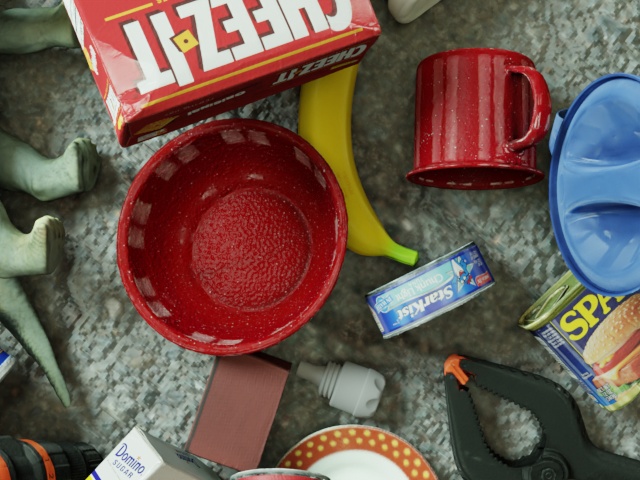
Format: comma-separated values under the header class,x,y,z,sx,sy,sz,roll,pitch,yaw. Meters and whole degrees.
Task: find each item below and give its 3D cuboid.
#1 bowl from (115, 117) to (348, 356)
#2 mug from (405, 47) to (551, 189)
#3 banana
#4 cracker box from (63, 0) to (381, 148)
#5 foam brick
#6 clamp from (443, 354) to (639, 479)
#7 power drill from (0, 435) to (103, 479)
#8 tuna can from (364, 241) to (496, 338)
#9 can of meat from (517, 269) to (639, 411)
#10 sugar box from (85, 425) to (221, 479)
class,x,y,z,sx,sy,sz,roll,pitch,yaw
bowl,-0.055,0.001,0.731,0.162,0.055,0.162,-3,78,13
mug,0.111,-0.083,0.716,0.093,0.117,0.081,5,83,-27
banana,0.018,-0.073,0.751,0.069,0.037,0.198,-11,87,3
cracker box,-0.081,-0.186,0.635,0.164,0.072,0.214,-22,87,-12
foam brick,-0.055,0.114,0.740,0.051,0.053,0.078,18,90,1
clamp,0.167,0.157,0.742,0.164,0.036,0.210,-35,89,3
power drill,-0.253,0.192,0.702,0.188,0.184,0.057,-38,68,17
tuna can,0.074,0.033,0.724,0.086,0.086,0.034,-26,87,0
can of meat,0.203,0.054,0.736,0.102,0.057,0.084,-43,90,-1
sugar box,-0.148,0.214,0.718,0.176,0.093,0.048,-49,49,-3
